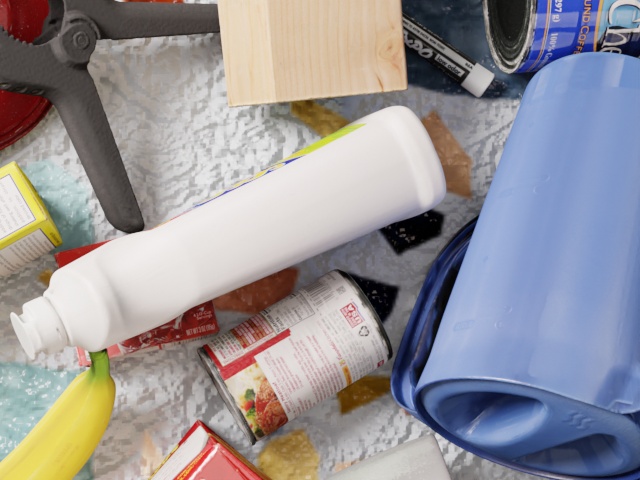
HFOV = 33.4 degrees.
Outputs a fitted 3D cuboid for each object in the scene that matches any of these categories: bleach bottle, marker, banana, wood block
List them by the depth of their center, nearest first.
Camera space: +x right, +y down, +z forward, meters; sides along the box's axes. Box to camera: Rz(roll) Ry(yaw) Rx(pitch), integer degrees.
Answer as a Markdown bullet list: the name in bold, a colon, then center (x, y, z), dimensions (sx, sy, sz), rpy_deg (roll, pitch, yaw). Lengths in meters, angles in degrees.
- **bleach bottle**: center (-0.054, 0.001, 0.614), dimensions (0.250, 0.103, 0.068), rpy_deg (-26, 95, -26)
- **banana**: center (-0.185, 0.140, 0.626), dimensions (0.198, 0.069, 0.037), rpy_deg (-47, 51, -5)
- **wood block**: center (-0.013, -0.189, 0.651), dimensions (0.090, 0.090, 0.206), rpy_deg (-8, 98, -22)
- **marker**: center (0.063, -0.138, 0.720), dimensions (0.121, 0.020, 0.020), rpy_deg (35, 79, -1)

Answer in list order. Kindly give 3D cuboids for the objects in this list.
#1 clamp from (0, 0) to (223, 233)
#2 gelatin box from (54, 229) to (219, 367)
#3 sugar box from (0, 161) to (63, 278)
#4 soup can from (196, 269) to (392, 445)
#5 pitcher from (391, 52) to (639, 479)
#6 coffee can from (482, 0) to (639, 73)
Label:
- **clamp**: center (-0.142, -0.125, 0.641), dimensions (0.209, 0.036, 0.164), rpy_deg (42, 71, -35)
- **gelatin box**: center (-0.114, 0.034, 0.667), dimensions (0.089, 0.030, 0.073), rpy_deg (-13, 83, -9)
- **sugar box**: center (-0.240, 0.022, 0.622), dimensions (0.176, 0.093, 0.048), rpy_deg (-28, 85, -11)
- **soup can**: center (-0.016, 0.070, 0.654), dimensions (0.102, 0.068, 0.068), rpy_deg (-30, 86, -11)
- **pitcher**: center (0.141, 0.012, 0.640), dimensions (0.149, 0.145, 0.242), rpy_deg (17, 62, 6)
- **coffee can**: center (0.188, -0.164, 0.697), dimensions (0.140, 0.103, 0.103), rpy_deg (-4, 82, -8)
